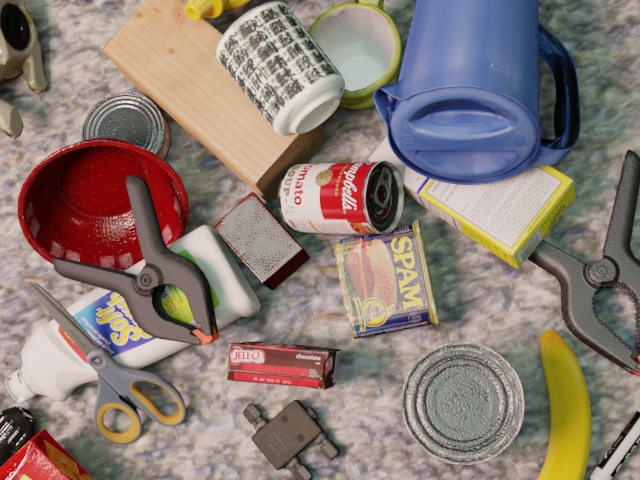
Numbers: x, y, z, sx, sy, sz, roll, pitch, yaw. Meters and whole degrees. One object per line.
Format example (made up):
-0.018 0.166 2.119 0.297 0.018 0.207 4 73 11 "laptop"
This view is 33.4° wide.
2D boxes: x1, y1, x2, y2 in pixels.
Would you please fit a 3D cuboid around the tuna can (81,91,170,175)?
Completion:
-0.197 -0.106 1.086 0.086 0.033 0.086 -1 80 6 "tuna can"

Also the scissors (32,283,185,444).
-0.216 0.126 1.002 0.201 0.016 0.096 39 107 -25 "scissors"

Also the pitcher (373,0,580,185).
0.150 -0.178 0.981 0.145 0.149 0.242 -10 51 30 "pitcher"

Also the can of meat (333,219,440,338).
0.063 0.039 1.019 0.084 0.057 0.102 -12 78 7 "can of meat"

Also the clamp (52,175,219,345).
-0.167 0.039 0.989 0.120 0.039 0.171 -39 81 15 "clamp"

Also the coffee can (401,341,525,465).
0.125 0.146 0.949 0.103 0.140 0.103 -1 80 6 "coffee can"

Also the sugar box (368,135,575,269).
0.142 -0.060 1.014 0.176 0.048 0.093 37 84 28 "sugar box"

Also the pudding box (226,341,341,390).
-0.032 0.114 0.987 0.090 0.113 0.039 5 84 8 "pudding box"

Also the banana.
0.215 0.184 0.984 0.069 0.037 0.198 15 82 8 "banana"

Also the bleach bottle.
-0.190 0.089 1.038 0.251 0.068 0.102 -32 80 3 "bleach bottle"

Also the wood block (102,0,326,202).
-0.102 -0.143 1.053 0.206 0.091 0.090 41 87 11 "wood block"

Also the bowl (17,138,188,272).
-0.211 -0.042 1.040 0.162 0.162 0.055 -19 39 3 "bowl"

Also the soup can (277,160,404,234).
0.019 -0.041 1.013 0.102 0.068 0.068 2 79 36 "soup can"

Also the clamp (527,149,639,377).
0.251 0.031 1.007 0.164 0.036 0.210 -16 75 5 "clamp"

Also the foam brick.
-0.057 0.001 1.042 0.053 0.051 0.078 -41 78 -1 "foam brick"
